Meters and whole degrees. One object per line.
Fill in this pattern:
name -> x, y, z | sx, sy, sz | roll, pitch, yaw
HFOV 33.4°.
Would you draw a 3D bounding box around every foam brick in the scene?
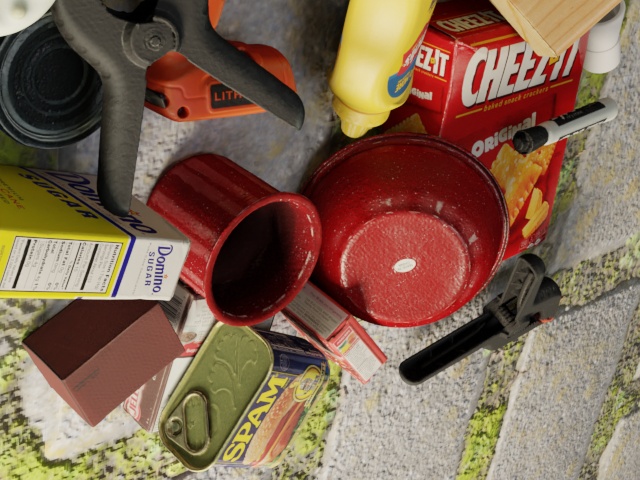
foam brick -> -0.137, 0.067, 0.676 | 0.078, 0.051, 0.053 | -39, 138, -21

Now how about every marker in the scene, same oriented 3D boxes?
marker -> 0.188, -0.088, 0.819 | 0.120, 0.020, 0.020 | -22, 131, -39

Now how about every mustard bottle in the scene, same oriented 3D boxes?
mustard bottle -> 0.043, -0.142, 0.688 | 0.192, 0.058, 0.096 | 108, 6, -46

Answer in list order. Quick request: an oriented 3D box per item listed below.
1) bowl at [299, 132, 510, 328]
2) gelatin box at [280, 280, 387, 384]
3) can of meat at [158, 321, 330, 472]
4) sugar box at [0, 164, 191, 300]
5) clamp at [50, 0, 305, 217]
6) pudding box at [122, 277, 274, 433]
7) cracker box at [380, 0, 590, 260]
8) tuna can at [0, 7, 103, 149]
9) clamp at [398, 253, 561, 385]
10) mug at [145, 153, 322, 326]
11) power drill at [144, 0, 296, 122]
bowl -> 0.058, 0.007, 0.763 | 0.162, 0.055, 0.162 | 0, 120, 0
gelatin box -> -0.001, 0.059, 0.784 | 0.030, 0.089, 0.073 | -48, 141, -9
can of meat -> -0.049, 0.108, 0.732 | 0.083, 0.058, 0.102 | 21, 103, -56
sugar box -> -0.164, -0.007, 0.560 | 0.175, 0.093, 0.048 | 0, 116, -48
clamp -> -0.093, -0.095, 0.543 | 0.120, 0.039, 0.171 | -38, 118, -9
pudding box -> -0.082, 0.075, 0.751 | 0.089, 0.039, 0.114 | -4, 121, -47
cracker box -> 0.124, -0.078, 0.832 | 0.163, 0.072, 0.214 | -21, 130, -37
tuna can -> -0.145, -0.093, 0.566 | 0.086, 0.034, 0.086 | -27, 133, -32
clamp -> 0.163, 0.076, 0.991 | 0.165, 0.036, 0.209 | -41, 160, 16
mug -> -0.055, 0.001, 0.690 | 0.093, 0.082, 0.117 | -51, 142, -7
power drill -> -0.041, -0.168, 0.607 | 0.184, 0.057, 0.188 | -13, 122, -37
